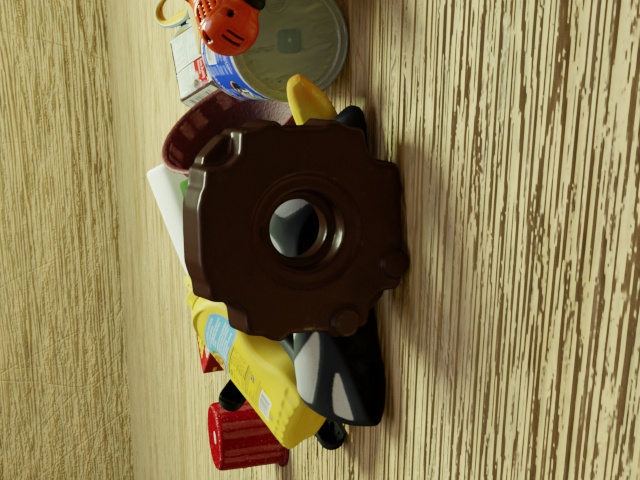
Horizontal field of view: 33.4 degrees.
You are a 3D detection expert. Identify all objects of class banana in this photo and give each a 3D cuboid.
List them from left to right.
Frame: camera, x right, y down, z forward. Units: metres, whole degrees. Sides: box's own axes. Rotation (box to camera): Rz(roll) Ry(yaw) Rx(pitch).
[{"bbox_3d":[-0.010,-0.074,0.925,0.198,0.069,0.037,114,169,-62],"label":"banana"}]

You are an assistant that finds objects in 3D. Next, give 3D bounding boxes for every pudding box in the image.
[{"bbox_3d":[-0.114,-0.211,1.201,0.114,0.039,0.090,-27,60,27],"label":"pudding box"}]

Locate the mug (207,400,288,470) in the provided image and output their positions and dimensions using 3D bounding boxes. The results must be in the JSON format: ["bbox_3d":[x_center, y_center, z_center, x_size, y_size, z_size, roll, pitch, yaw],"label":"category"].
[{"bbox_3d":[-0.091,0.238,1.288,0.117,0.081,0.093,102,157,-47],"label":"mug"}]

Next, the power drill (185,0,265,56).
[{"bbox_3d":[-0.043,-0.256,0.833,0.188,0.057,0.184,-44,44,25],"label":"power drill"}]

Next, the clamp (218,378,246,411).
[{"bbox_3d":[-0.057,0.112,1.146,0.210,0.036,0.164,87,-152,-78],"label":"clamp"}]

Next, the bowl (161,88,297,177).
[{"bbox_3d":[-0.075,-0.100,1.053,0.055,0.162,0.162,59,180,-33],"label":"bowl"}]

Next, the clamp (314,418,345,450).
[{"bbox_3d":[-0.018,0.136,1.072,0.172,0.039,0.120,-175,81,-72],"label":"clamp"}]

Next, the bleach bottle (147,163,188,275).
[{"bbox_3d":[-0.112,0.018,1.253,0.068,0.102,0.251,-14,99,61],"label":"bleach bottle"}]

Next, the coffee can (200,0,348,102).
[{"bbox_3d":[-0.044,-0.174,0.947,0.140,0.102,0.103,-155,61,-73],"label":"coffee can"}]

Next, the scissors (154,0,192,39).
[{"bbox_3d":[-0.129,-0.264,1.256,0.202,0.016,0.096,2,108,46],"label":"scissors"}]

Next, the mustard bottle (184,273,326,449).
[{"bbox_3d":[-0.067,0.098,0.996,0.192,0.058,0.096,47,150,25],"label":"mustard bottle"}]
